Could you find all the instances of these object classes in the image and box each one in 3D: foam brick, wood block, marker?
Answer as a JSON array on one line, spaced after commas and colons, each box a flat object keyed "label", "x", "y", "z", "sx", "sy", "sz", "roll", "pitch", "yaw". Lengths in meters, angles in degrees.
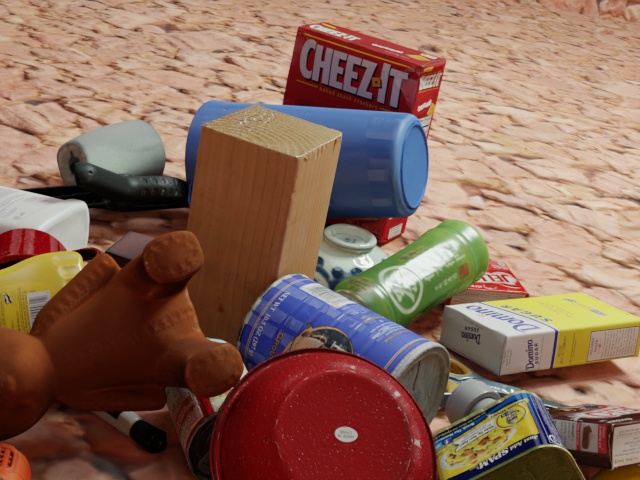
[{"label": "foam brick", "x": -0.160, "y": 0.041, "z": 0.935, "sx": 0.051, "sy": 0.078, "sz": 0.053, "roll": 18, "pitch": 25, "yaw": 9}, {"label": "wood block", "x": -0.055, "y": 0.001, "z": 0.908, "sx": 0.090, "sy": 0.206, "sz": 0.090, "roll": 20, "pitch": 25, "yaw": 19}, {"label": "marker", "x": -0.162, "y": 0.128, "z": 0.810, "sx": 0.121, "sy": 0.020, "sz": 0.020, "roll": 26, "pitch": 28, "yaw": 30}]

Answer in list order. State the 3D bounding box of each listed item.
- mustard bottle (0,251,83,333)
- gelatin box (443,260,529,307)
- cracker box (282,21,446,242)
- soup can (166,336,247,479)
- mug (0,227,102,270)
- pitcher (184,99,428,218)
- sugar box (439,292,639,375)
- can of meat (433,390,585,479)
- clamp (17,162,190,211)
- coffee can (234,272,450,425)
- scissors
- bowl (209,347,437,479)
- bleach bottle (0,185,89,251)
[{"label": "mustard bottle", "x": -0.270, "y": 0.067, "z": 0.803, "sx": 0.191, "sy": 0.096, "sz": 0.058, "roll": -8, "pitch": -11, "yaw": -11}, {"label": "gelatin box", "x": 0.165, "y": 0.047, "z": 1.126, "sx": 0.089, "sy": 0.030, "sz": 0.073, "roll": 5, "pitch": 24, "yaw": -14}, {"label": "cracker box", "x": 0.035, "y": -0.124, "z": 1.223, "sx": 0.164, "sy": 0.214, "sz": 0.072, "roll": 22, "pitch": 24, "yaw": 23}, {"label": "soup can", "x": -0.078, "y": 0.125, "z": 0.793, "sx": 0.068, "sy": 0.068, "sz": 0.102, "roll": 1, "pitch": 25, "yaw": -22}, {"label": "mug", "x": -0.235, "y": 0.035, "z": 0.888, "sx": 0.117, "sy": 0.093, "sz": 0.081, "roll": -25, "pitch": 25, "yaw": -3}, {"label": "pitcher", "x": -0.017, "y": -0.076, "z": 1.134, "sx": 0.243, "sy": 0.149, "sz": 0.144, "roll": 3, "pitch": -6, "yaw": 23}, {"label": "sugar box", "x": 0.213, "y": 0.087, "z": 1.025, "sx": 0.175, "sy": 0.048, "sz": 0.093, "roll": -1, "pitch": 15, "yaw": -31}, {"label": "can of meat", "x": 0.129, "y": 0.163, "z": 0.770, "sx": 0.102, "sy": 0.057, "sz": 0.084, "roll": -29, "pitch": 20, "yaw": 9}, {"label": "clamp", "x": -0.221, "y": -0.049, "z": 1.122, "sx": 0.165, "sy": 0.036, "sz": 0.209, "roll": -10, "pitch": -7, "yaw": 38}, {"label": "coffee can", "x": 0.017, "y": 0.100, "z": 0.848, "sx": 0.140, "sy": 0.103, "sz": 0.102, "roll": 26, "pitch": 27, "yaw": 31}, {"label": "scissors", "x": 0.152, "y": 0.139, "z": 0.926, "sx": 0.202, "sy": 0.016, "sz": 0.096, "roll": 20, "pitch": 22, "yaw": 21}, {"label": "bowl", "x": 0.009, "y": 0.138, "z": 0.709, "sx": 0.162, "sy": 0.055, "sz": 0.162, "roll": 6, "pitch": 62, "yaw": -12}, {"label": "bleach bottle", "x": -0.356, "y": -0.029, "z": 1.026, "sx": 0.251, "sy": 0.068, "sz": 0.102, "roll": 16, "pitch": 24, "yaw": 16}]
